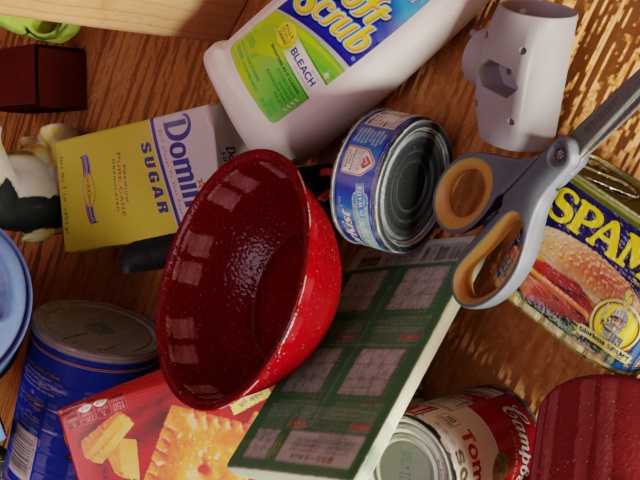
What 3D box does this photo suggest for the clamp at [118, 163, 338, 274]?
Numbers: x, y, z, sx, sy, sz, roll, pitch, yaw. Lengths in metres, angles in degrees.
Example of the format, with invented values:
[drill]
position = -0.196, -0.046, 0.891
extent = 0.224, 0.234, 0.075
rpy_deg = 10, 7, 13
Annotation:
[clamp]
position = -0.055, 0.001, 0.729
extent = 0.172, 0.120, 0.039
rpy_deg = -49, 26, 27

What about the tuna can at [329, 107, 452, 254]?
[tuna can]
position = 0.045, -0.036, 0.648
extent = 0.034, 0.085, 0.086
rpy_deg = 17, 104, 36

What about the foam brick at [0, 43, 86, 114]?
[foam brick]
position = -0.241, -0.134, 0.895
extent = 0.078, 0.052, 0.051
rpy_deg = 2, 94, 39

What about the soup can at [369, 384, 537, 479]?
[soup can]
position = 0.076, 0.125, 0.622
extent = 0.069, 0.102, 0.068
rpy_deg = 3, 94, 39

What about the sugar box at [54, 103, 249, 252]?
[sugar box]
position = -0.129, -0.044, 0.814
extent = 0.177, 0.048, 0.093
rpy_deg = -8, 88, 40

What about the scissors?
[scissors]
position = 0.116, -0.051, 0.564
extent = 0.202, 0.016, 0.096
rpy_deg = -62, 40, 31

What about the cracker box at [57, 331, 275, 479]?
[cracker box]
position = -0.064, 0.183, 0.710
extent = 0.164, 0.072, 0.214
rpy_deg = -21, 76, 0

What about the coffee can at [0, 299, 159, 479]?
[coffee can]
position = -0.187, 0.130, 0.836
extent = 0.103, 0.102, 0.140
rpy_deg = 26, 109, 35

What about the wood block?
[wood block]
position = -0.142, -0.200, 0.711
extent = 0.091, 0.205, 0.090
rpy_deg = 45, 119, 27

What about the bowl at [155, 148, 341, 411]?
[bowl]
position = -0.037, 0.028, 0.652
extent = 0.162, 0.055, 0.162
rpy_deg = -27, 54, 45

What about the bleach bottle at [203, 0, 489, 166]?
[bleach bottle]
position = 0.038, -0.153, 0.662
extent = 0.251, 0.067, 0.102
rpy_deg = -38, 70, 32
